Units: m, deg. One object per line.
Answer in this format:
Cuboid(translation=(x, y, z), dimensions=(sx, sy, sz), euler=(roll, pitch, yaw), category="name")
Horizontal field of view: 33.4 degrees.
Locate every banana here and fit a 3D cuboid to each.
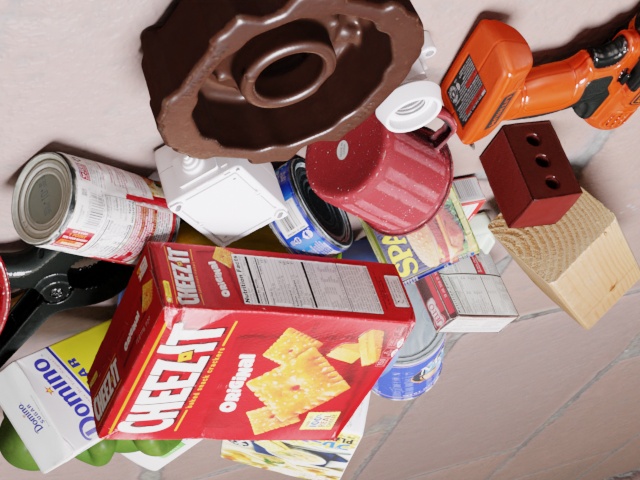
Cuboid(translation=(-0.067, 0.000, 0.884), dimensions=(0.070, 0.037, 0.197), euler=(5, -177, 41), category="banana")

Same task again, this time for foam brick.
Cuboid(translation=(0.184, -0.057, 0.937), dimensions=(0.052, 0.078, 0.051), euler=(-8, 155, -25), category="foam brick")

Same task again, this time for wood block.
Cuboid(translation=(0.256, 0.012, 1.094), dimensions=(0.091, 0.090, 0.205), euler=(-46, 152, 4), category="wood block")

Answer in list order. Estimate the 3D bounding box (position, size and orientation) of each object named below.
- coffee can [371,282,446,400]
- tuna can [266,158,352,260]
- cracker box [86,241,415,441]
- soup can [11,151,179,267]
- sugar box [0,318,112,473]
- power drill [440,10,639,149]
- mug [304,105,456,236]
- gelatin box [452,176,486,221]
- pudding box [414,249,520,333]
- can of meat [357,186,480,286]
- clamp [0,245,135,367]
Cuboid(translation=(0.087, 0.110, 1.183), dimensions=(0.102, 0.103, 0.140), euler=(-18, 156, -4), category="coffee can")
Cuboid(translation=(-0.011, -0.022, 0.852), dimensions=(0.034, 0.086, 0.086), euler=(-32, 153, 20), category="tuna can")
Cuboid(translation=(-0.055, 0.087, 0.837), dimensions=(0.213, 0.072, 0.164), euler=(6, 134, -29), category="cracker box")
Cuboid(translation=(-0.160, -0.020, 0.765), dimensions=(0.069, 0.068, 0.102), euler=(-33, 152, 27), category="soup can")
Cuboid(translation=(-0.199, 0.127, 0.942), dimensions=(0.048, 0.093, 0.176), euler=(-36, 175, 26), category="sugar box")
Cuboid(translation=(0.197, -0.137, 0.804), dimensions=(0.187, 0.057, 0.185), euler=(-10, 154, -21), category="power drill")
Cuboid(translation=(0.051, -0.063, 0.813), dimensions=(0.117, 0.093, 0.081), euler=(-35, 147, 25), category="mug")
Cuboid(translation=(0.100, -0.025, 0.999), dimensions=(0.089, 0.030, 0.073), euler=(-10, 155, -20), category="gelatin box")
Cuboid(translation=(0.149, 0.051, 1.122), dimensions=(0.113, 0.090, 0.039), euler=(4, 146, -43), category="pudding box")
Cuboid(translation=(0.080, -0.017, 0.921), dimensions=(0.084, 0.102, 0.057), euler=(-25, -162, 4), category="can of meat")
Cuboid(translation=(-0.221, 0.026, 0.841), dimensions=(0.210, 0.036, 0.164), euler=(-27, 145, -2), category="clamp")
